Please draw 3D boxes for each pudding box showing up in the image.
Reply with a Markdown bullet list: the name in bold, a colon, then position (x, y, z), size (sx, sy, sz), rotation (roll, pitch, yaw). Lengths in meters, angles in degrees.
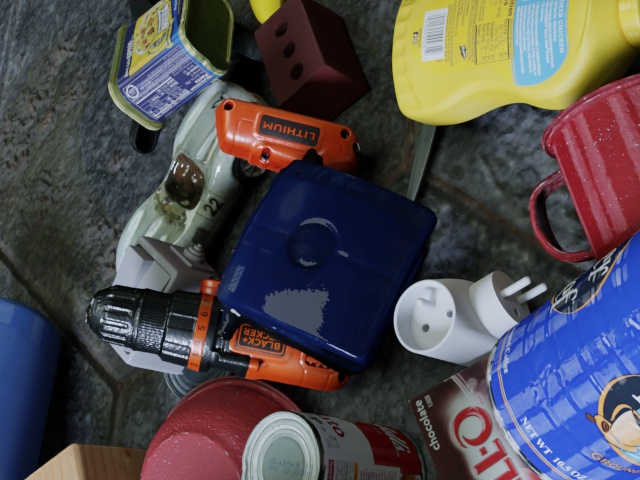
- **pudding box**: position (0.113, 0.122, 0.612), size (0.090, 0.039, 0.113), rotation (-32, 56, 18)

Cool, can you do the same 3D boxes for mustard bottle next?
- **mustard bottle**: position (0.132, -0.126, 0.641), size (0.192, 0.058, 0.096), rotation (-2, 79, 46)

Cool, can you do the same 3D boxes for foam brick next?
- **foam brick**: position (-0.008, -0.136, 0.805), size (0.053, 0.051, 0.078), rotation (-38, 54, 28)

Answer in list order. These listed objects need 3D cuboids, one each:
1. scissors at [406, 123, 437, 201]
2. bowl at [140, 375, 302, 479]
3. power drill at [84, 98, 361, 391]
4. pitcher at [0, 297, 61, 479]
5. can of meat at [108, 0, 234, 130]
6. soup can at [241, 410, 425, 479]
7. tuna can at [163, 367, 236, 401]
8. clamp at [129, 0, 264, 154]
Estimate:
- **scissors**: position (0.074, -0.127, 0.752), size (0.096, 0.016, 0.202), rotation (31, 98, 45)
- **bowl**: position (-0.073, 0.176, 0.739), size (0.162, 0.055, 0.162), rotation (-2, 87, 33)
- **power drill**: position (-0.055, 0.001, 0.740), size (0.057, 0.184, 0.187), rotation (131, 151, -76)
- **pitcher**: position (-0.293, 0.178, 0.898), size (0.149, 0.144, 0.242), rotation (-39, 34, 43)
- **can of meat**: position (-0.117, -0.152, 0.852), size (0.084, 0.057, 0.102), rotation (-31, 40, 29)
- **soup can**: position (0.009, 0.145, 0.666), size (0.069, 0.102, 0.068), rotation (-15, 67, 39)
- **tuna can**: position (-0.081, 0.083, 0.815), size (0.086, 0.033, 0.086), rotation (-15, 67, 39)
- **clamp**: position (-0.118, -0.199, 0.937), size (0.165, 0.036, 0.210), rotation (-23, 66, 34)
